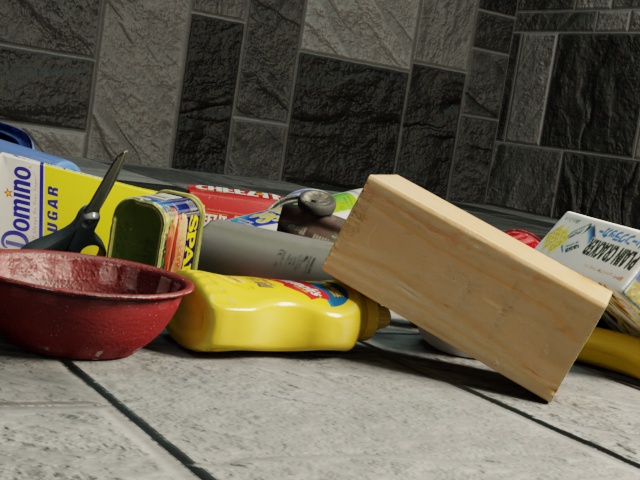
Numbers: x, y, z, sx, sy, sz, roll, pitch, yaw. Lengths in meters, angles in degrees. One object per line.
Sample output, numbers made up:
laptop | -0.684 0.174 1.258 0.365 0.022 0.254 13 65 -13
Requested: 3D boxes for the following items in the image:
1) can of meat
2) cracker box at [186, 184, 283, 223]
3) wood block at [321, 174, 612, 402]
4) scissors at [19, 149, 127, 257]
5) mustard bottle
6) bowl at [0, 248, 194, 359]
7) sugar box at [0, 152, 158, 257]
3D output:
can of meat | -0.150 0.008 0.961 0.057 0.102 0.083 12 9 15
cracker box | -0.119 -0.037 1.574 0.164 0.072 0.214 8 5 -8
wood block | 0.119 0.033 0.860 0.206 0.090 0.090 30 11 14
scissors | -0.223 -0.013 0.935 0.096 0.016 0.202 -13 -26 -22
mustard bottle | -0.025 0.059 0.856 0.191 0.058 0.096 5 8 -32
bowl | -0.174 0.047 0.762 0.162 0.055 0.162 8 6 -1
sugar box | -0.241 -0.022 1.056 0.176 0.093 0.048 13 3 -18
